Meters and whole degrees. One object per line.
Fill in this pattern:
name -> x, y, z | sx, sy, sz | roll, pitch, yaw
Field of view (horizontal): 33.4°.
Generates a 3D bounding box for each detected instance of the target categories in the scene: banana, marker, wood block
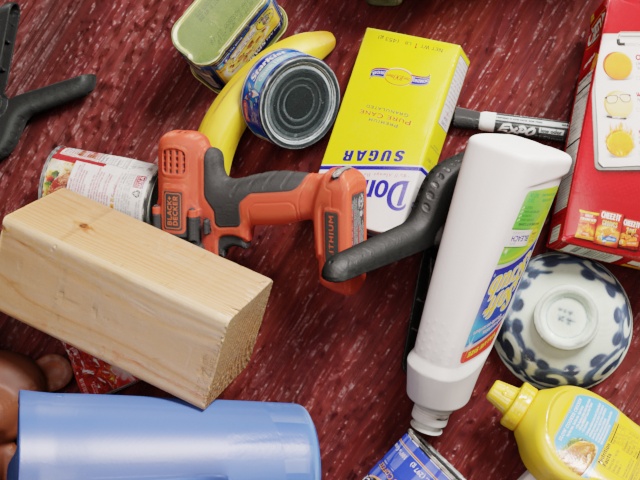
banana -> -0.062, -0.120, 0.967 | 0.037, 0.069, 0.198 | 32, 89, 50
marker -> 0.173, -0.102, 0.946 | 0.121, 0.020, 0.020 | 9, 83, 9
wood block -> -0.157, 0.044, 0.884 | 0.206, 0.090, 0.090 | 24, 116, 13

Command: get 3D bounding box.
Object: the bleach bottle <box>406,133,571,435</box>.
bleach bottle -> 0.126, 0.041, 0.876 | 0.068, 0.102, 0.251 | 24, 107, 29

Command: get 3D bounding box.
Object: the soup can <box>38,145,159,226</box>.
soup can -> -0.193, -0.043, 0.964 | 0.102, 0.068, 0.068 | 12, 84, 9

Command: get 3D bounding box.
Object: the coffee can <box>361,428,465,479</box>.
coffee can -> 0.061, 0.240, 0.872 | 0.103, 0.102, 0.140 | 44, 89, 11

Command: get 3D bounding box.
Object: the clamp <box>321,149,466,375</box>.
clamp -> 0.100, 0.007, 0.908 | 0.036, 0.164, 0.209 | 22, 62, 44

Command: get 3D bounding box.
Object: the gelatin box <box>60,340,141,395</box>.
gelatin box -> -0.192, 0.091, 0.958 | 0.073, 0.030, 0.089 | -23, 81, -7

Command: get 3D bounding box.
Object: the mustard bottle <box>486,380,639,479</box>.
mustard bottle -> 0.221, 0.173, 0.869 | 0.192, 0.058, 0.096 | 33, 51, 10

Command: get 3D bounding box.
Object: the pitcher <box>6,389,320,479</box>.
pitcher -> -0.125, 0.190, 0.852 | 0.242, 0.145, 0.149 | 2, 54, -15

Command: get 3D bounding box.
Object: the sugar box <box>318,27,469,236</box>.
sugar box -> 0.059, -0.092, 0.940 | 0.093, 0.048, 0.176 | 15, 82, 23

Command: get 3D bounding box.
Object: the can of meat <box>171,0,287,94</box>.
can of meat -> -0.082, -0.190, 0.961 | 0.057, 0.084, 0.102 | 39, 89, 11

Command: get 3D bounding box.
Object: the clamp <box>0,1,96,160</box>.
clamp -> -0.293, -0.126, 1.004 | 0.120, 0.039, 0.171 | 34, 94, 15

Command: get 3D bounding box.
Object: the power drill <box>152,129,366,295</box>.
power drill -> -0.056, 0.001, 0.914 | 0.188, 0.057, 0.184 | 5, 104, 18

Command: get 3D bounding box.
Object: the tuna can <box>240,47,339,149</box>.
tuna can -> -0.026, -0.124, 0.942 | 0.086, 0.086, 0.034 | -56, 39, -2
